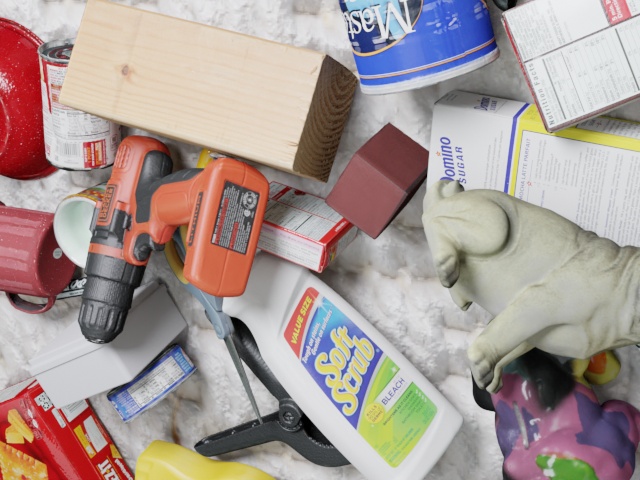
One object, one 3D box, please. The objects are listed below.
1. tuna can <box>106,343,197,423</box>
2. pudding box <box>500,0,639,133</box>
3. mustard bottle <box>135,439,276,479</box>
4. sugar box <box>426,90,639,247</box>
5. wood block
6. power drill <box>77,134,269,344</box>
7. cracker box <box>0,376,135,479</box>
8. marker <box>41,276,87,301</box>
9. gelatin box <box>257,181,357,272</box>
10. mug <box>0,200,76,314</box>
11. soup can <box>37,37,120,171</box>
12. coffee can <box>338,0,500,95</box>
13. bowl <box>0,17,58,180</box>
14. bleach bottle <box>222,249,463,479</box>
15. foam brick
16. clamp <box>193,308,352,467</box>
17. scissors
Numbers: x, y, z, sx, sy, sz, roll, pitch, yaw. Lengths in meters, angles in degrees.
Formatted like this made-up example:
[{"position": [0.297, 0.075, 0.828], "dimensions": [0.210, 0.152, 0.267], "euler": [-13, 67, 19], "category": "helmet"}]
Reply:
[{"position": [-0.161, 0.135, 1.018], "dimensions": [0.086, 0.086, 0.034], "euler": [-35, 93, 34], "category": "tuna can"}, {"position": [0.191, -0.133, 0.721], "dimensions": [0.114, 0.039, 0.090], "euler": [-21, 90, 19], "category": "pudding box"}, {"position": [-0.089, 0.262, 1.056], "dimensions": [0.192, 0.058, 0.096], "euler": [10, 118, 22], "category": "mustard bottle"}, {"position": [0.169, -0.050, 0.791], "dimensions": [0.176, 0.048, 0.093], "euler": [16, 120, 24], "category": "sugar box"}, {"position": [-0.088, -0.119, 0.844], "dimensions": [0.206, 0.090, 0.091], "euler": [17, 92, 19], "category": "wood block"}, {"position": [-0.129, 0.002, 0.870], "dimensions": [0.188, 0.057, 0.184], "euler": [4, 80, 49], "category": "power drill"}, {"position": [-0.321, 0.244, 1.156], "dimensions": [0.214, 0.072, 0.164], "euler": [-24, 100, 33], "category": "cracker box"}, {"position": [-0.226, 0.044, 1.048], "dimensions": [0.121, 0.020, 0.020], "euler": [-10, 108, 30], "category": "marker"}, {"position": [-0.022, -0.013, 0.886], "dimensions": [0.089, 0.073, 0.030], "euler": [20, 120, 17], "category": "gelatin box"}, {"position": [-0.286, 0.021, 1.027], "dimensions": [0.082, 0.093, 0.117], "euler": [8, 120, 18], "category": "mug"}, {"position": [-0.210, -0.119, 0.936], "dimensions": [0.069, 0.068, 0.102], "euler": [14, 118, 21], "category": "soup can"}, {"position": [0.060, -0.184, 0.749], "dimensions": [0.103, 0.102, 0.140], "euler": [-7, 109, 29], "category": "coffee can"}, {"position": [-0.308, -0.123, 0.991], "dimensions": [0.162, 0.055, 0.162], "euler": [11, 116, 23], "category": "bowl"}, {"position": [0.000, 0.100, 0.895], "dimensions": [0.251, 0.102, 0.068], "euler": [44, 162, -6], "category": "bleach bottle"}, {"position": [0.048, -0.047, 0.833], "dimensions": [0.051, 0.078, 0.053], "euler": [37, 124, 5], "category": "foam brick"}, {"position": [-0.026, 0.146, 0.984], "dimensions": [0.210, 0.036, 0.164], "euler": [9, 113, 22], "category": "clamp"}, {"position": [-0.100, 0.066, 0.961], "dimensions": [0.096, 0.016, 0.202], "euler": [19, 127, 51], "category": "scissors"}]
